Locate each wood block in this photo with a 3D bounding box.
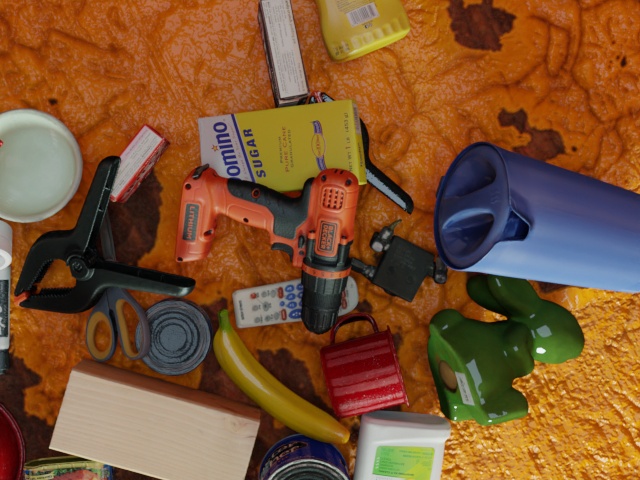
[{"bbox_3d":[-0.175,0.202,1.159,0.206,0.090,0.091,16,90,-3],"label":"wood block"}]

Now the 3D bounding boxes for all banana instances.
[{"bbox_3d":[-0.054,0.162,1.174,0.198,0.070,0.037,43,60,4],"label":"banana"}]

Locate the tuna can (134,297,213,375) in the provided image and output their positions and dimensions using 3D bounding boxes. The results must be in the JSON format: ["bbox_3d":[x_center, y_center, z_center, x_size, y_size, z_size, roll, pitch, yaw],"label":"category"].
[{"bbox_3d":[-0.163,0.107,1.186,0.086,0.034,0.086,0,90,-2],"label":"tuna can"}]

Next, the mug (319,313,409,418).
[{"bbox_3d":[0.045,0.136,1.173,0.081,0.093,0.117,-14,71,2],"label":"mug"}]

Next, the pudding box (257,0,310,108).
[{"bbox_3d":[-0.042,-0.203,1.161,0.039,0.090,0.113,-13,91,-3],"label":"pudding box"}]

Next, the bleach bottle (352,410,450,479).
[{"bbox_3d":[0.082,0.320,1.186,0.102,0.068,0.251,5,93,-4],"label":"bleach bottle"}]

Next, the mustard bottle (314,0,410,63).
[{"bbox_3d":[0.021,-0.300,1.179,0.096,0.058,0.191,-23,92,-1],"label":"mustard bottle"}]

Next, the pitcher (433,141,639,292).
[{"bbox_3d":[0.247,-0.019,1.137,0.242,0.145,0.149,12,56,-25],"label":"pitcher"}]

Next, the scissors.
[{"bbox_3d":[-0.243,0.046,1.187,0.096,0.016,0.202,-33,70,27],"label":"scissors"}]

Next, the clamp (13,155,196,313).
[{"bbox_3d":[-0.242,0.028,1.140,0.210,0.036,0.164,-34,94,25],"label":"clamp"}]

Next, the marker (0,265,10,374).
[{"bbox_3d":[-0.354,0.088,1.186,0.020,0.020,0.121,1,90,-3],"label":"marker"}]

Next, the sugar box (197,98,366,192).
[{"bbox_3d":[-0.043,-0.098,1.162,0.176,0.048,0.093,-6,91,13],"label":"sugar box"}]

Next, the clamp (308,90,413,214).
[{"bbox_3d":[0.033,-0.087,1.191,0.120,0.039,0.171,-11,91,-4],"label":"clamp"}]

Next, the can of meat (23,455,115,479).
[{"bbox_3d":[-0.274,0.282,1.173,0.102,0.057,0.084,-4,88,-3],"label":"can of meat"}]

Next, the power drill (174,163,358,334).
[{"bbox_3d":[-0.057,0.001,1.137,0.187,0.057,0.184,10,108,6],"label":"power drill"}]

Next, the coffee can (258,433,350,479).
[{"bbox_3d":[-0.016,0.270,1.141,0.103,0.140,0.103,0,90,-3],"label":"coffee can"}]

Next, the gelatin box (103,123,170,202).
[{"bbox_3d":[-0.203,-0.082,1.163,0.030,0.073,0.089,38,89,-2],"label":"gelatin box"}]
